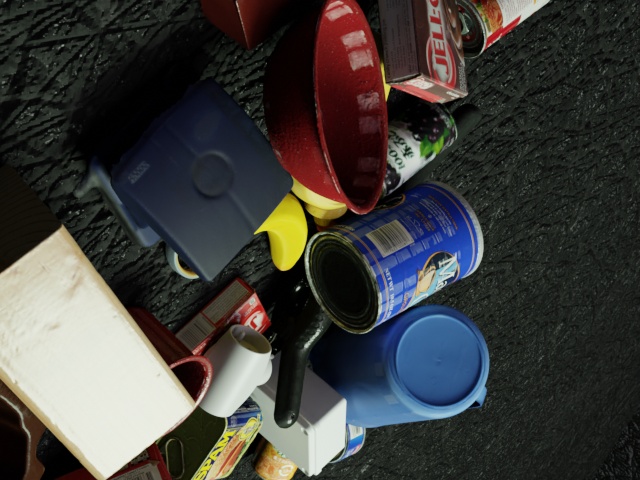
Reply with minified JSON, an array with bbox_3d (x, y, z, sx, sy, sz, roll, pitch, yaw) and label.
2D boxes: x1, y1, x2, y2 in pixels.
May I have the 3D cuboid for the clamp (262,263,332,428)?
[{"bbox_3d":[-0.025,0.098,1.050,0.039,0.120,0.171,21,104,-42],"label":"clamp"}]

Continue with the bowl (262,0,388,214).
[{"bbox_3d":[0.001,-0.097,0.777,0.162,0.055,0.162,-4,90,-70],"label":"bowl"}]

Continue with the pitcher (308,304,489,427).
[{"bbox_3d":[0.092,0.134,1.114,0.149,0.145,0.243,-22,178,-16],"label":"pitcher"}]

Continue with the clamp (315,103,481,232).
[{"bbox_3d":[0.082,-0.055,1.094,0.209,0.036,0.165,-23,143,-41],"label":"clamp"}]

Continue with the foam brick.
[{"bbox_3d":[-0.042,-0.181,0.737,0.078,0.051,0.053,-41,152,-18],"label":"foam brick"}]

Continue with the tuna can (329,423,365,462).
[{"bbox_3d":[0.011,0.222,1.282,0.033,0.086,0.086,-16,138,-45],"label":"tuna can"}]

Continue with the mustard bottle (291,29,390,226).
[{"bbox_3d":[0.013,-0.085,0.930,0.096,0.058,0.192,-36,150,-35],"label":"mustard bottle"}]

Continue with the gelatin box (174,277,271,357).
[{"bbox_3d":[-0.092,0.087,1.017,0.089,0.030,0.073,-43,152,-13],"label":"gelatin box"}]

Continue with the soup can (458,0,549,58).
[{"bbox_3d":[0.156,-0.220,0.966,0.102,0.069,0.068,-38,150,-23],"label":"soup can"}]

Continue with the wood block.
[{"bbox_3d":[-0.180,0.062,0.730,0.090,0.091,0.206,-38,136,-12],"label":"wood block"}]

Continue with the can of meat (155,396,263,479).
[{"bbox_3d":[-0.115,0.204,1.102,0.102,0.057,0.083,-56,155,12],"label":"can of meat"}]

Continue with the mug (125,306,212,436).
[{"bbox_3d":[-0.159,0.119,0.901,0.117,0.082,0.093,-53,153,5],"label":"mug"}]

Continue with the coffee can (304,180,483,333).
[{"bbox_3d":[0.071,0.014,1.016,0.140,0.103,0.103,-26,144,-34],"label":"coffee can"}]

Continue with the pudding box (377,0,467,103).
[{"bbox_3d":[0.083,-0.176,0.877,0.089,0.039,0.113,6,75,-59],"label":"pudding box"}]

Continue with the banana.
[{"bbox_3d":[-0.044,-0.012,0.940,0.070,0.037,0.197,-46,164,6],"label":"banana"}]
